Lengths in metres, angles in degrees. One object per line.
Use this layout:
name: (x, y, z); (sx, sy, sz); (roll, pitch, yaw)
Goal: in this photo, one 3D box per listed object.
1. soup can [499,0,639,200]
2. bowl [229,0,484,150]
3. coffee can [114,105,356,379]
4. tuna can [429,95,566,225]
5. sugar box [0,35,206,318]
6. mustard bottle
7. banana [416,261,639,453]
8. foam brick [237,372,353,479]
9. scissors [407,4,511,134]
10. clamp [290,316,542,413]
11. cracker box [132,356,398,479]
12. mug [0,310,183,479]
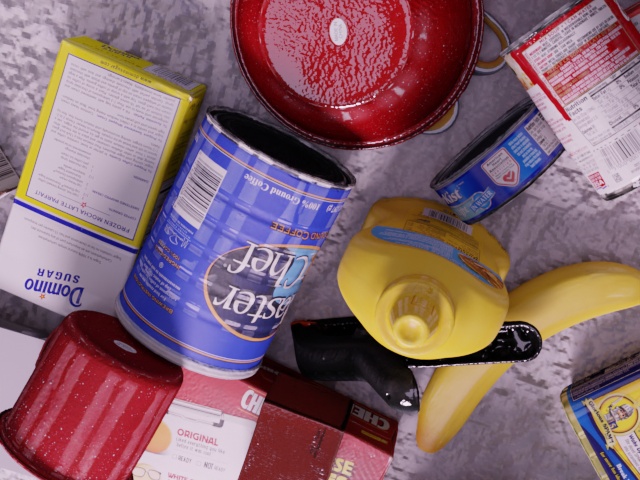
soup can: (0.155, -0.081, 0.586); (0.068, 0.068, 0.102); (-35, 91, 15)
bowl: (0.014, -0.128, 0.637); (0.162, 0.055, 0.162); (4, 107, 14)
coffee can: (-0.054, 0.001, 0.670); (0.103, 0.102, 0.140); (28, 105, 3)
tuna can: (0.109, -0.048, 0.640); (0.086, 0.086, 0.034); (-41, 95, 15)
sugar box: (-0.149, -0.036, 0.709); (0.093, 0.048, 0.176); (24, 109, 4)
mustard bottle: (0.060, 0.023, 0.609); (0.096, 0.191, 0.058); (25, 105, 4)
banana: (0.132, 0.066, 0.686); (0.198, 0.037, 0.069); (-32, 93, 15)
foam brick: (-0.018, 0.131, 0.647); (0.053, 0.051, 0.078); (20, 103, 3)
scissors: (0.019, -0.132, 0.673); (0.202, 0.016, 0.096); (18, 105, 6)
clamp: (0.049, 0.067, 0.666); (0.120, 0.172, 0.039); (-7, 99, -31)
cracker box: (-0.064, 0.187, 0.729); (0.164, 0.072, 0.214); (26, 104, 3)
mug: (-0.141, 0.091, 0.653); (0.093, 0.117, 0.081); (23, 102, -40)
